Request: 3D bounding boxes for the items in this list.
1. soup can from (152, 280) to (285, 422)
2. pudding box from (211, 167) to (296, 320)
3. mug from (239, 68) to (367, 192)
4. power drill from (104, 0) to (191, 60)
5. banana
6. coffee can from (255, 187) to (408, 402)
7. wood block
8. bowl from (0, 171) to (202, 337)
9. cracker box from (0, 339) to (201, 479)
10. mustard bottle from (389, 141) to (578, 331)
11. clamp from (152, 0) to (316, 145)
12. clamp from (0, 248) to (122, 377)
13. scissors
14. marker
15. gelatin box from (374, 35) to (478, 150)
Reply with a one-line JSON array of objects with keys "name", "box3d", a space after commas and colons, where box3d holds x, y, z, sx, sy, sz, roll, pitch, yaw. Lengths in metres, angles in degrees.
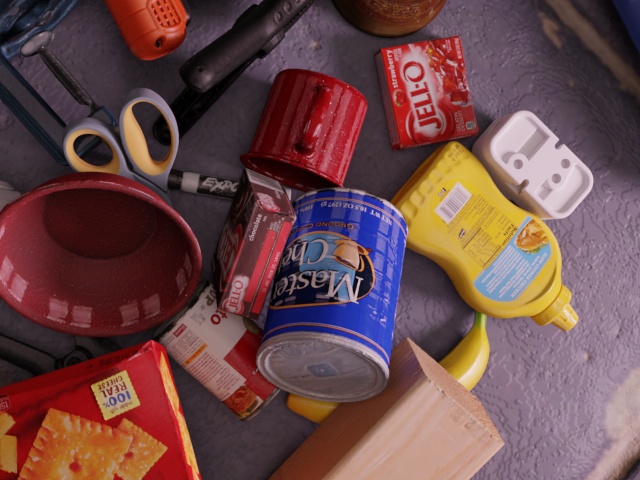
[{"name": "soup can", "box3d": [-0.079, 0.090, 0.878, 0.102, 0.068, 0.068, 43, 82, -7]}, {"name": "pudding box", "box3d": [-0.056, 0.001, 0.850, 0.039, 0.113, 0.090, 19, 104, -12]}, {"name": "mug", "box3d": [-0.009, -0.091, 0.871, 0.093, 0.117, 0.081, 19, 81, -2]}, {"name": "power drill", "box3d": [-0.116, -0.246, 0.835, 0.187, 0.057, 0.184, -31, 98, -42]}, {"name": "banana", "box3d": [0.071, 0.125, 0.925, 0.197, 0.037, 0.070, -23, 64, -13]}, {"name": "coffee can", "box3d": [0.012, 0.043, 0.850, 0.102, 0.103, 0.140, 18, 56, -10]}, {"name": "wood block", "box3d": [0.036, 0.191, 0.859, 0.090, 0.091, 0.206, 41, 98, -14]}, {"name": "bowl", "box3d": [-0.171, 0.001, 0.816, 0.162, 0.055, 0.162, -3, 132, -3]}, {"name": "cracker box", "box3d": [-0.170, 0.200, 0.798, 0.164, 0.072, 0.214, -17, 78, -1]}, {"name": "mustard bottle", "box3d": [0.150, 0.010, 0.925, 0.191, 0.058, 0.096, 42, 79, -7]}, {"name": "clamp", "box3d": [-0.056, -0.161, 0.860, 0.036, 0.165, 0.209, 45, 65, -6]}, {"name": "clamp", "box3d": [-0.212, 0.101, 0.869, 0.120, 0.039, 0.171, -26, 88, -6]}, {"name": "scissors", "box3d": [-0.145, -0.028, 0.842, 0.096, 0.016, 0.202, -6, 128, -5]}, {"name": "marker", "box3d": [-0.086, -0.045, 0.903, 0.121, 0.020, 0.020, 10, 88, -11]}, {"name": "gelatin box", "box3d": [0.092, -0.128, 0.931, 0.073, 0.030, 0.089, -11, 91, -10]}]
